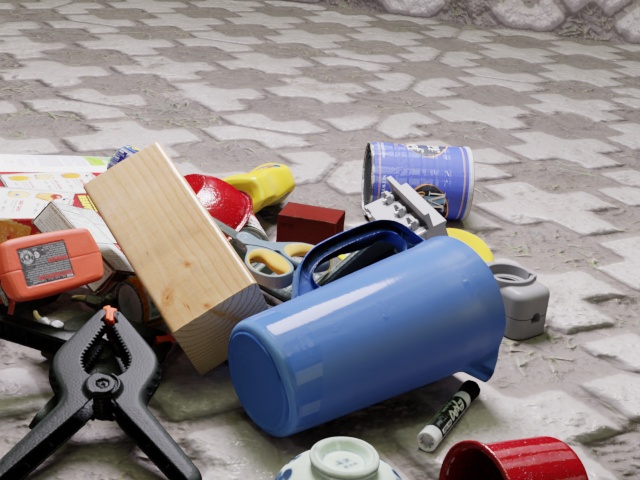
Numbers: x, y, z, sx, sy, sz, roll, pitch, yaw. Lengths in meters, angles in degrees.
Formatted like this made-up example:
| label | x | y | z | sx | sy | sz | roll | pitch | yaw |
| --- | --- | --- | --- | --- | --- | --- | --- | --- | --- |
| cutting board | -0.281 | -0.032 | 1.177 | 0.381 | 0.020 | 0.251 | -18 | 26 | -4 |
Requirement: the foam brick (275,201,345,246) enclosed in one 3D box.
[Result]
| label | x | y | z | sx | sy | sz | roll | pitch | yaw |
| --- | --- | --- | --- | --- | --- | --- | --- | --- | --- |
| foam brick | -0.012 | -0.012 | 1.333 | 0.078 | 0.053 | 0.051 | 10 | 22 | 12 |

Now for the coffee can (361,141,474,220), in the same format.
| label | x | y | z | sx | sy | sz | roll | pitch | yaw |
| --- | --- | --- | --- | --- | --- | --- | --- | --- | --- |
| coffee can | 0.132 | -0.082 | 1.472 | 0.140 | 0.103 | 0.103 | 3 | 22 | -5 |

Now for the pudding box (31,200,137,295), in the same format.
| label | x | y | z | sx | sy | sz | roll | pitch | yaw |
| --- | --- | --- | --- | --- | --- | --- | --- | --- | --- |
| pudding box | -0.243 | 0.011 | 1.142 | 0.113 | 0.039 | 0.090 | 44 | 9 | 16 |

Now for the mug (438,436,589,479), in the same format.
| label | x | y | z | sx | sy | sz | roll | pitch | yaw |
| --- | --- | --- | --- | --- | --- | --- | --- | --- | --- |
| mug | 0.153 | 0.202 | 0.800 | 0.081 | 0.093 | 0.117 | -2 | 53 | -30 |

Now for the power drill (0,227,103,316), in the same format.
| label | x | y | z | sx | sy | sz | roll | pitch | yaw |
| --- | --- | --- | --- | --- | --- | --- | --- | --- | --- |
| power drill | -0.291 | 0.042 | 1.025 | 0.188 | 0.057 | 0.184 | -24 | -4 | 42 |

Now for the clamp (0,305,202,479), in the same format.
| label | x | y | z | sx | sy | sz | roll | pitch | yaw |
| --- | --- | --- | --- | --- | --- | --- | --- | --- | --- |
| clamp | -0.192 | 0.136 | 0.890 | 0.164 | 0.036 | 0.210 | -1 | 39 | -14 |

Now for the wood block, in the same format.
| label | x | y | z | sx | sy | sz | roll | pitch | yaw |
| --- | --- | --- | --- | --- | --- | --- | --- | --- | --- |
| wood block | -0.138 | 0.014 | 1.040 | 0.090 | 0.091 | 0.206 | -32 | 57 | -9 |

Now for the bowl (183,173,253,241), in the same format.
| label | x | y | z | sx | sy | sz | roll | pitch | yaw |
| --- | --- | --- | --- | --- | --- | --- | --- | --- | --- |
| bowl | -0.161 | -0.029 | 1.238 | 0.162 | 0.055 | 0.162 | -23 | 29 | 13 |

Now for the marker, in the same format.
| label | x | y | z | sx | sy | sz | roll | pitch | yaw |
| --- | --- | --- | --- | --- | --- | --- | --- | --- | --- |
| marker | 0.120 | 0.158 | 0.978 | 0.020 | 0.020 | 0.120 | 15 | 23 | 24 |

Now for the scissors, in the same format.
| label | x | y | z | sx | sy | sz | roll | pitch | yaw |
| --- | --- | --- | --- | --- | --- | --- | --- | --- | --- |
| scissors | -0.057 | 0.001 | 1.109 | 0.096 | 0.016 | 0.202 | -7 | 24 | -18 |

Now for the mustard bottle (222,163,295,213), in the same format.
| label | x | y | z | sx | sy | sz | roll | pitch | yaw |
| --- | --- | --- | --- | --- | --- | --- | --- | --- | --- |
| mustard bottle | -0.086 | -0.067 | 1.423 | 0.096 | 0.058 | 0.191 | -21 | 3 | 21 |

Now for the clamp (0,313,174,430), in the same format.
| label | x | y | z | sx | sy | sz | roll | pitch | yaw |
| --- | --- | --- | --- | --- | --- | --- | --- | --- | --- |
| clamp | -0.217 | 0.102 | 0.978 | 0.171 | 0.039 | 0.120 | -15 | 64 | -47 |

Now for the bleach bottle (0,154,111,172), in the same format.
| label | x | y | z | sx | sy | sz | roll | pitch | yaw |
| --- | --- | --- | --- | --- | --- | --- | --- | --- | --- |
| bleach bottle | -0.320 | -0.081 | 1.430 | 0.250 | 0.068 | 0.103 | -4 | 23 | -26 |

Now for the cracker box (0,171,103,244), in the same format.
| label | x | y | z | sx | sy | sz | roll | pitch | yaw |
| --- | --- | --- | --- | --- | --- | --- | --- | --- | --- |
| cracker box | -0.342 | -0.025 | 1.271 | 0.213 | 0.072 | 0.164 | 0 | 23 | -15 |

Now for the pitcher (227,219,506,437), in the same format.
| label | x | y | z | sx | sy | sz | roll | pitch | yaw |
| --- | --- | --- | --- | --- | --- | --- | --- | --- | --- |
| pitcher | 0.036 | 0.081 | 0.983 | 0.242 | 0.145 | 0.149 | -18 | 23 | -32 |
